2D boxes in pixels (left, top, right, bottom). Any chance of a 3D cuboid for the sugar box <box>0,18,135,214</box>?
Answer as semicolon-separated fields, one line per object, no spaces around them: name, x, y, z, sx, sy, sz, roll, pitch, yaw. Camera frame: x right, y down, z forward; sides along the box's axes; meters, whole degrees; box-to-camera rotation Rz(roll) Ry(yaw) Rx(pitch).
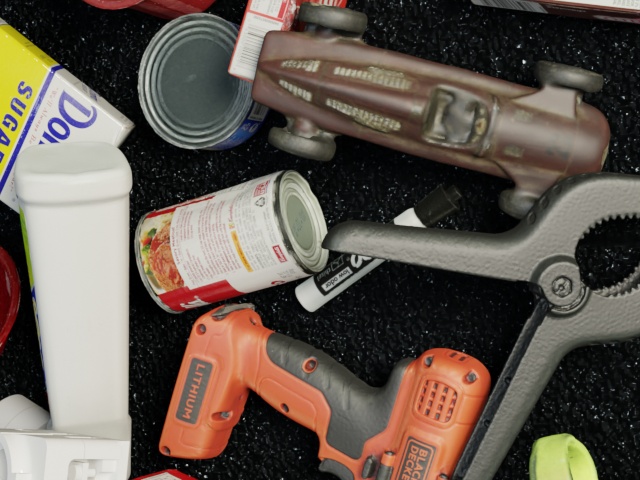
sugar box;-0.220;-0.094;0.700;0.176;0.048;0.093;38;97;-8

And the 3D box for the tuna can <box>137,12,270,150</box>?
tuna can;-0.073;-0.101;0.688;0.086;0.033;0.086;1;92;23

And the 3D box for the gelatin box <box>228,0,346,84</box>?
gelatin box;-0.015;-0.134;0.641;0.030;0.073;0.089;21;99;22

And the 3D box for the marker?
marker;0.036;0.004;0.652;0.121;0.020;0.020;-36;78;20

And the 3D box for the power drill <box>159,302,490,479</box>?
power drill;-0.003;0.131;0.654;0.188;0.057;0.184;20;99;20

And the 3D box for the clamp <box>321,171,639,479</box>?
clamp;0.115;0.017;0.571;0.210;0.036;0.164;-35;98;2

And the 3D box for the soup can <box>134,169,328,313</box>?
soup can;-0.054;0.001;0.665;0.102;0.068;0.068;-16;85;22

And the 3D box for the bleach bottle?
bleach bottle;-0.150;0.069;0.677;0.068;0.103;0.251;-4;108;-14
